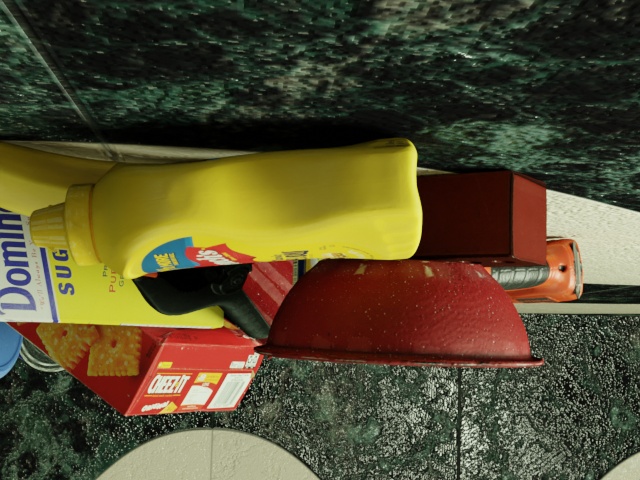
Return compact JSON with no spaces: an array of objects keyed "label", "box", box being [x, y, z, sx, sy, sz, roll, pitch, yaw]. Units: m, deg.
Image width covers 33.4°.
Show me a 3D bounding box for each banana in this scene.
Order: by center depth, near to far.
[{"label":"banana","box":[-0.114,-0.033,0.586,0.197,0.037,0.070,1,149,-22]}]

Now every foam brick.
[{"label":"foam brick","box":[0.090,-0.011,0.643,0.078,0.051,0.052,-2,173,35]}]

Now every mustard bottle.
[{"label":"mustard bottle","box":[-0.048,-0.014,0.532,0.191,0.058,0.096,-4,173,0]}]

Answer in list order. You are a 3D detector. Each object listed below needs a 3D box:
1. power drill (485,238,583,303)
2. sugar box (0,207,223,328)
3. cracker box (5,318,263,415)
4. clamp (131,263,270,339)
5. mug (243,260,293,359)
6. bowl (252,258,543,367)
[{"label":"power drill","box":[0.124,0.033,0.950,0.187,0.057,0.185,-2,177,-35]},{"label":"sugar box","box":[-0.155,0.012,0.737,0.176,0.093,0.048,3,173,-16]},{"label":"cracker box","box":[-0.170,0.056,0.870,0.214,0.072,0.164,33,-172,25]},{"label":"clamp","box":[-0.063,0.022,0.685,0.171,0.120,0.039,-3,-146,-44]},{"label":"mug","box":[-0.035,0.035,0.931,0.081,0.117,0.093,43,149,2]},{"label":"bowl","box":[0.044,0.039,0.599,0.162,0.055,0.162,2,177,0]}]
